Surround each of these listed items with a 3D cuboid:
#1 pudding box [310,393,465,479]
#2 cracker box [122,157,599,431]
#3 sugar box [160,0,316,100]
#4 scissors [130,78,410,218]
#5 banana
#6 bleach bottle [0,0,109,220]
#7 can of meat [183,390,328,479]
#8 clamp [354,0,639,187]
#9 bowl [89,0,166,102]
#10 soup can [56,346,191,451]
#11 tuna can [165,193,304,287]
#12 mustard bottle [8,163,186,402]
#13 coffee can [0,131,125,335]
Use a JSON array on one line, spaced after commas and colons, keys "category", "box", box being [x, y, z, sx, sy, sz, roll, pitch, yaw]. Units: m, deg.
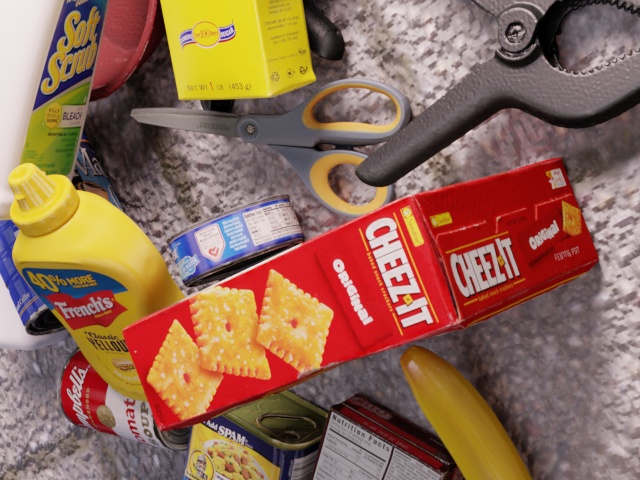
[{"category": "pudding box", "box": [0.037, 0.169, 0.686, 0.090, 0.039, 0.113, 27, 112, 31]}, {"category": "cracker box", "box": [0.022, 0.031, 0.592, 0.214, 0.163, 0.072, -24, 85, 38]}, {"category": "sugar box", "box": [-0.060, -0.174, 0.633, 0.094, 0.048, 0.176, 5, 113, 46]}, {"category": "scissors", "box": [-0.032, -0.055, 0.692, 0.202, 0.016, 0.096, -7, 100, 28]}, {"category": "banana", "box": [0.102, 0.148, 0.613, 0.037, 0.069, 0.198, -26, 80, 20]}, {"category": "bleach bottle", "box": [-0.175, -0.142, 0.668, 0.068, 0.102, 0.251, 20, 103, 14]}, {"category": "can of meat", "box": [-0.045, 0.147, 0.733, 0.102, 0.057, 0.084, 24, 114, 32]}, {"category": "clamp", "box": [0.107, -0.118, 0.578, 0.210, 0.036, 0.164, -4, 89, 33]}, {"category": "bowl", "box": [-0.156, -0.179, 0.756, 0.162, 0.055, 0.162, 8, 103, 36]}, {"category": "soup can", "box": [-0.134, 0.114, 0.787, 0.102, 0.068, 0.068, 6, 102, 36]}, {"category": "tuna can", "box": [-0.055, 0.001, 0.694, 0.086, 0.085, 0.034, -24, 85, 38]}, {"category": "mustard bottle", "box": [-0.139, 0.026, 0.677, 0.096, 0.058, 0.191, 2, 137, 31]}, {"category": "coffee can", "box": [-0.198, -0.015, 0.790, 0.103, 0.102, 0.140, -36, 77, 36]}]
